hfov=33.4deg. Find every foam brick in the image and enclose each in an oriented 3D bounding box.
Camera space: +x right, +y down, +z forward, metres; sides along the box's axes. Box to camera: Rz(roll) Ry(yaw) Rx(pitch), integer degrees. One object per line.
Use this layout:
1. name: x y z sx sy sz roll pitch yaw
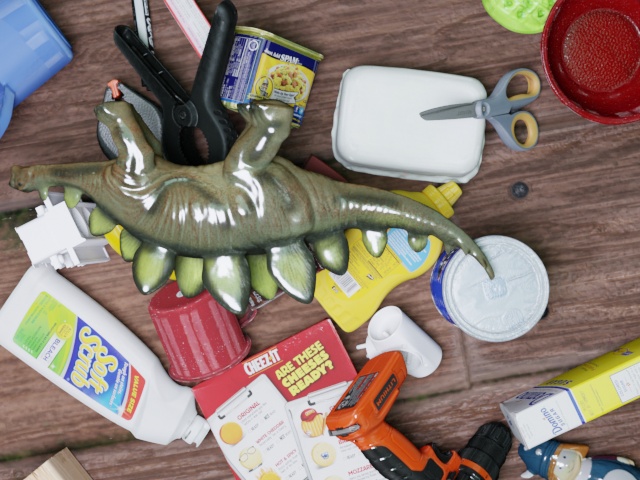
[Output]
1. foam brick: -0.010 -0.045 1.140 0.051 0.053 0.078 33 91 1

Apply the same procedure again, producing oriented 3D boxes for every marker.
1. marker: -0.192 -0.223 1.162 0.020 0.020 0.121 -7 89 1

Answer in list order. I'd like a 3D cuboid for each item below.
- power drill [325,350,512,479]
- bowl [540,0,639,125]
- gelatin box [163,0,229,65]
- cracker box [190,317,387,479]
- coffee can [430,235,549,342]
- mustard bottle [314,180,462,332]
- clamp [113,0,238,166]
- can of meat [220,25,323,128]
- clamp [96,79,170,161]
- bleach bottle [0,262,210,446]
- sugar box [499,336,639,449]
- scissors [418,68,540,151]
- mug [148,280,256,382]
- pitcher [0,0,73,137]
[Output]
1. power drill: 0.106 0.204 1.083 0.187 0.057 0.184 50 51 -10
2. bowl: 0.306 -0.203 1.129 0.162 0.055 0.162 0 96 -3
3. gelatin box: -0.131 -0.225 1.134 0.030 0.073 0.089 -33 89 1
4. cracker box: -0.015 0.212 1.129 0.164 0.072 0.214 -27 88 -2
5. coffee can: 0.169 0.047 1.092 0.103 0.140 0.103 0 89 1
6. mustard bottle: 0.072 0.003 1.135 0.191 0.058 0.096 -40 88 1
7. clamp: -0.124 -0.138 1.086 0.165 0.036 0.210 -11 100 40
8. can of meat: -0.054 -0.169 1.122 0.058 0.101 0.084 18 93 45
9. clamp: -0.200 -0.086 1.152 0.120 0.039 0.171 -30 91 -4
10. bleach bottle: -0.222 0.131 1.138 0.251 0.068 0.102 34 95 -1
11. sugar box: 0.279 0.156 1.112 0.176 0.093 0.048 -23 89 0
12. scissors: 0.172 -0.118 1.097 0.201 0.016 0.096 -32 113 -40
13. mug: -0.119 0.082 1.113 0.117 0.093 0.081 -29 114 -21
14. pitcher: -0.379 -0.159 1.110 0.243 0.145 0.149 -37 104 -2
